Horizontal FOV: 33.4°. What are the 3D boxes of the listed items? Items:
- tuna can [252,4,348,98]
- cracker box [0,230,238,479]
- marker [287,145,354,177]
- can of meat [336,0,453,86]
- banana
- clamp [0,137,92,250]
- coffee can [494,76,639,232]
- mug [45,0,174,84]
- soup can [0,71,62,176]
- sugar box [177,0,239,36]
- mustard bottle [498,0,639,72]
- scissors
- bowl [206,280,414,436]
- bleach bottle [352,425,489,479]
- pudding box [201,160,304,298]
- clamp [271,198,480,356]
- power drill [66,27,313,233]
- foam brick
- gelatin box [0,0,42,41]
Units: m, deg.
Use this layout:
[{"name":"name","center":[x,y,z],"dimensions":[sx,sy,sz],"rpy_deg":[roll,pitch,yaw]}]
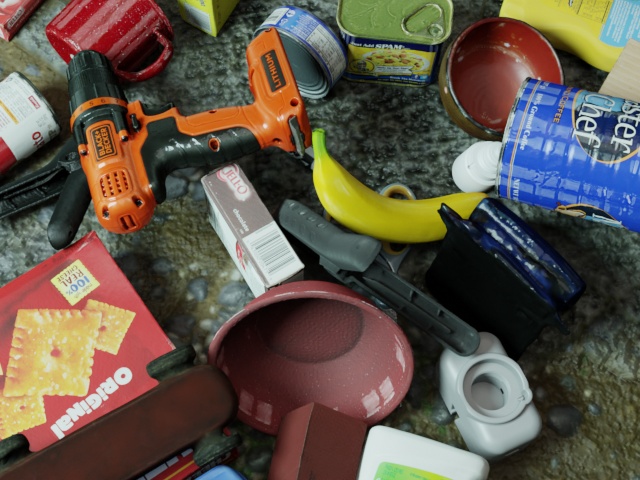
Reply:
[{"name":"tuna can","center":[-0.018,-0.171,0.965],"dimensions":[0.086,0.086,0.033],"rpy_deg":[34,69,12]},{"name":"cracker box","center":[-0.190,0.124,0.848],"dimensions":[0.164,0.072,0.214],"rpy_deg":[-33,73,-13]},{"name":"marker","center":[-0.018,-0.082,0.964],"dimensions":[0.121,0.020,0.020],"rpy_deg":[37,72,13]},{"name":"can of meat","center":[0.065,-0.185,0.973],"dimensions":[0.102,0.084,0.057],"rpy_deg":[6,68,1]},{"name":"banana","center":[0.064,-0.030,0.890],"dimensions":[0.037,0.197,0.070],"rpy_deg":[40,108,52]},{"name":"clamp","center":[-0.204,-0.052,0.912],"dimensions":[0.120,0.039,0.171],"rpy_deg":[27,57,36]},{"name":"coffee can","center":[0.222,-0.066,0.853],"dimensions":[0.140,0.103,0.102],"rpy_deg":[16,68,17]},{"name":"mug","center":[-0.185,-0.182,0.963],"dimensions":[0.117,0.093,0.081],"rpy_deg":[37,76,21]},{"name":"soup can","center":[-0.288,-0.093,0.937],"dimensions":[0.102,0.068,0.068],"rpy_deg":[-40,74,-16]},{"name":"sugar box","center":[-0.075,-0.289,1.008],"dimensions":[0.048,0.093,0.176],"rpy_deg":[29,70,9]},{"name":"mustard bottle","center":[0.269,-0.208,1.001],"dimensions":[0.191,0.058,0.096],"rpy_deg":[21,68,7]},{"name":"scissors","center":[0.038,0.039,0.918],"dimensions":[0.096,0.016,0.201],"rpy_deg":[10,67,5]},{"name":"bowl","center":[-0.008,0.085,0.844],"dimensions":[0.162,0.162,0.055],"rpy_deg":[1,38,-1]},{"name":"bleach bottle","center":[0.046,0.273,0.799],"dimensions":[0.102,0.068,0.250],"rpy_deg":[16,71,6]},{"name":"pudding box","center":[-0.056,0.001,0.892],"dimensions":[0.039,0.090,0.113],"rpy_deg":[-28,71,-11]},{"name":"clamp","center":[0.029,0.020,0.858],"dimensions":[0.036,0.164,0.210],"rpy_deg":[-53,36,-6]},{"name":"power drill","center":[-0.111,-0.107,0.871],"dimensions":[0.187,0.057,0.184],"rpy_deg":[-20,59,0]},{"name":"foam brick","center":[-0.005,0.172,0.820],"dimensions":[0.053,0.051,0.078],"rpy_deg":[28,56,-20]},{"name":"gelatin box","center":[-0.312,-0.242,1.017],"dimensions":[0.089,0.030,0.073],"rpy_deg":[31,71,11]}]
